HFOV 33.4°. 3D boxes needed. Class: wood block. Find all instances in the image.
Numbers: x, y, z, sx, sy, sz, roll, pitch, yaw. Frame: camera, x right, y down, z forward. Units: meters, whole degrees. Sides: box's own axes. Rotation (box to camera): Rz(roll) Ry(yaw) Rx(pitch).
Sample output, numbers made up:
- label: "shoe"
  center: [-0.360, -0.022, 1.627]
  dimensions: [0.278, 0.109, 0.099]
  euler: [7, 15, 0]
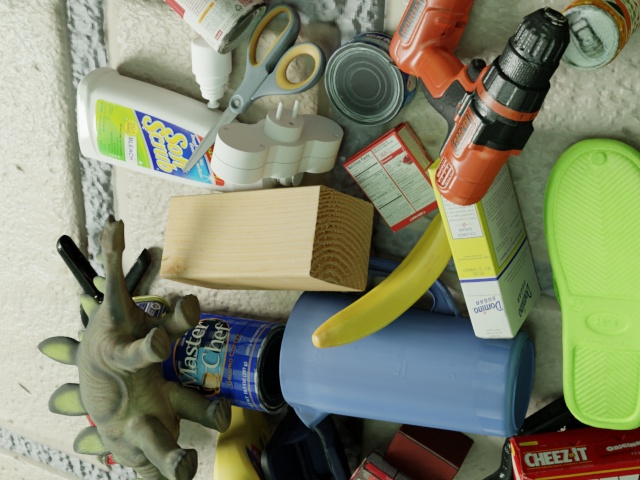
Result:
- label: "wood block"
  center: [-0.057, 0.002, 1.091]
  dimensions: [0.207, 0.090, 0.091]
  euler: [-2, 77, 40]

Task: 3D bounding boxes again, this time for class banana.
- label: "banana"
  center: [0.074, 0.038, 1.037]
  dimensions: [0.069, 0.037, 0.198]
  euler: [37, 96, -34]

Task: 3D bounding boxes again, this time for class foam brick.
- label: "foam brick"
  center: [0.119, 0.231, 1.177]
  dimensions: [0.078, 0.052, 0.051]
  euler: [31, 127, 13]

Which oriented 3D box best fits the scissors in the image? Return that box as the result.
- label: "scissors"
  center: [-0.062, -0.133, 1.056]
  dimensions: [0.096, 0.016, 0.202]
  euler: [34, 107, 24]

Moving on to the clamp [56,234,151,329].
- label: "clamp"
  center: [-0.252, 0.070, 1.309]
  dimensions: [0.120, 0.039, 0.171]
  euler: [5, 125, 23]

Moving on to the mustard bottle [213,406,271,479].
- label: "mustard bottle"
  center: [-0.090, 0.265, 1.226]
  dimensions: [0.058, 0.191, 0.096]
  euler: [-14, 110, 5]

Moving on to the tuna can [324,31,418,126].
- label: "tuna can"
  center: [0.048, -0.153, 1.018]
  dimensions: [0.086, 0.033, 0.086]
  euler: [14, 122, 23]

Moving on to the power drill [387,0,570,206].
- label: "power drill"
  center: [0.126, -0.150, 0.887]
  dimensions: [0.057, 0.188, 0.185]
  euler: [7, 132, -24]

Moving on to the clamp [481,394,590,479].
- label: "clamp"
  center: [0.208, 0.243, 1.103]
  dimensions: [0.164, 0.036, 0.210]
  euler: [12, 114, -16]

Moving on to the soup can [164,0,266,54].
- label: "soup can"
  center: [-0.111, -0.240, 1.040]
  dimensions: [0.102, 0.068, 0.069]
  euler: [44, 128, 1]

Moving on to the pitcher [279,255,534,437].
- label: "pitcher"
  center: [0.091, 0.117, 1.093]
  dimensions: [0.243, 0.144, 0.149]
  euler: [7, 131, 22]

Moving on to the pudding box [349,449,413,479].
- label: "pudding box"
  center: [0.082, 0.276, 1.188]
  dimensions: [0.090, 0.113, 0.039]
  euler: [34, 92, 10]

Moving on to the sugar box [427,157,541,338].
- label: "sugar box"
  center: [0.156, -0.005, 1.000]
  dimensions: [0.048, 0.093, 0.176]
  euler: [-3, 114, 31]

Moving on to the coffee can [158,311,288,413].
- label: "coffee can"
  center: [-0.107, 0.137, 1.222]
  dimensions: [0.140, 0.102, 0.103]
  euler: [5, 118, 27]

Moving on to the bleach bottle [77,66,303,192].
- label: "bleach bottle"
  center: [-0.136, -0.108, 1.131]
  dimensions: [0.251, 0.068, 0.103]
  euler: [16, 121, 19]

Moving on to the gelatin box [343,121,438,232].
- label: "gelatin box"
  center: [0.078, -0.062, 1.054]
  dimensions: [0.073, 0.030, 0.089]
  euler: [-32, 98, 39]

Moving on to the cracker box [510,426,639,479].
- label: "cracker box"
  center: [0.283, 0.292, 1.066]
  dimensions: [0.164, 0.072, 0.214]
  euler: [-8, 115, 4]
